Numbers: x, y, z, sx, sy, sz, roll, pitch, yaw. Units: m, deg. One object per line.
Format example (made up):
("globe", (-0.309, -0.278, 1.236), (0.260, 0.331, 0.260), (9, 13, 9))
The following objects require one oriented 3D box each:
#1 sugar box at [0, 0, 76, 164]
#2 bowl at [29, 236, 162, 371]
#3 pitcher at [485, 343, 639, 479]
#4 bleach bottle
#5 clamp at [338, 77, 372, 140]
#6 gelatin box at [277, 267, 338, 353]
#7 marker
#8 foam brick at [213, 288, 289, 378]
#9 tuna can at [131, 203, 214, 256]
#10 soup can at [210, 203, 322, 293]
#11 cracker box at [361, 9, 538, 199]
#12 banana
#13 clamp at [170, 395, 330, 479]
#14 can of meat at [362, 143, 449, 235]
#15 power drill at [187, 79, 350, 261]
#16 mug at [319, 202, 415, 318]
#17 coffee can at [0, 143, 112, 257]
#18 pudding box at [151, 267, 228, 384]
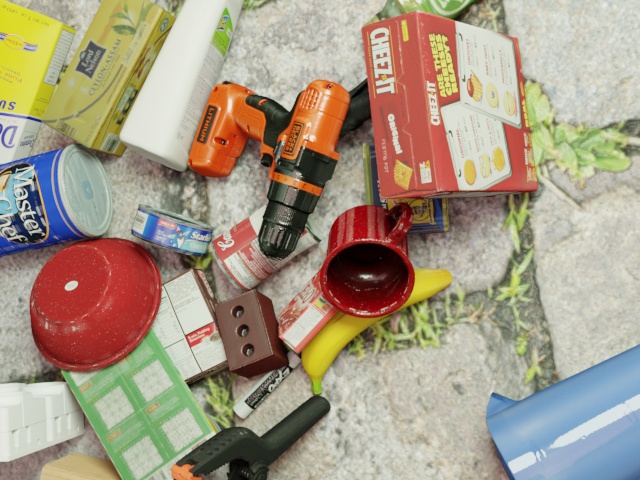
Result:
("sugar box", (-0.356, -0.177, 1.217), (0.093, 0.048, 0.176), (22, 91, 11))
("bowl", (-0.255, 0.057, 1.153), (0.162, 0.055, 0.162), (-9, 61, 16))
("pitcher", (0.297, 0.186, 1.039), (0.243, 0.145, 0.149), (-29, 115, 6))
("bleach bottle", (-0.134, -0.206, 1.158), (0.068, 0.102, 0.251), (23, 86, 8))
("clamp", (0.032, -0.132, 1.102), (0.172, 0.120, 0.039), (-38, 100, 27))
("gelatin box", (-0.011, 0.071, 1.120), (0.030, 0.089, 0.073), (42, 97, -10))
("marker", (-0.048, 0.146, 1.160), (0.121, 0.020, 0.020), (-45, 81, 7))
("foam brick", (-0.074, 0.101, 1.141), (0.053, 0.051, 0.078), (-22, 69, 11))
("tuna can", (-0.160, -0.011, 1.154), (0.086, 0.086, 0.034), (19, 93, 11))
("soup can", (-0.057, 0.001, 1.142), (0.102, 0.068, 0.068), (-34, 83, 8))
("cracker box", (0.129, -0.123, 1.035), (0.072, 0.213, 0.164), (-8, 88, 36))
("banana", (0.047, 0.082, 1.127), (0.198, 0.069, 0.037), (-39, 50, 9))
("clamp", (-0.067, 0.226, 1.083), (0.036, 0.209, 0.164), (15, 84, 37))
("can of meat", (0.091, -0.054, 1.121), (0.084, 0.057, 0.102), (-4, 88, 9))
("power drill", (-0.060, -0.084, 1.102), (0.188, 0.057, 0.184), (21, 90, 47))
("mug", (0.053, 0.009, 1.061), (0.093, 0.081, 0.117), (28, 119, -14))
("coffee can", (-0.314, -0.041, 1.169), (0.140, 0.102, 0.103), (-12, 86, 17))
("pudding box", (-0.151, 0.099, 1.173), (0.090, 0.039, 0.113), (-27, 81, 12))
